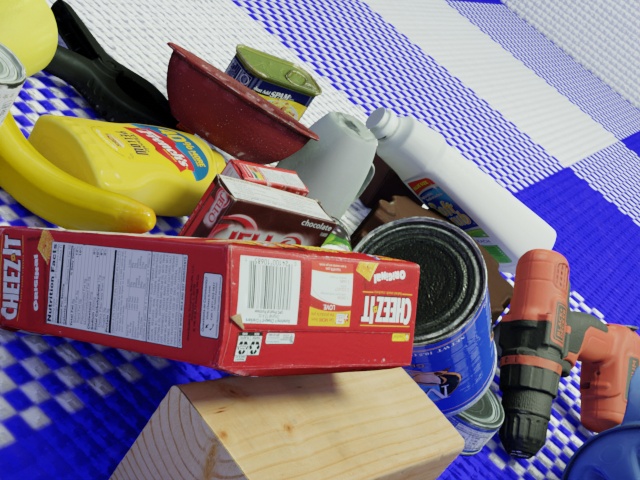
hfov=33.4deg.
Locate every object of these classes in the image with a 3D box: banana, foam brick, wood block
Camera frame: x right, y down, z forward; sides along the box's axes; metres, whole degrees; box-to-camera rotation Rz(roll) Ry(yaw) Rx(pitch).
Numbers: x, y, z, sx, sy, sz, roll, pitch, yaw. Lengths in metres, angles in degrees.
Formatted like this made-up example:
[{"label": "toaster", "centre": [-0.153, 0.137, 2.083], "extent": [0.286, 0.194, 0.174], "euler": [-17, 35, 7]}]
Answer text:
[{"label": "banana", "centre": [-0.203, -0.055, 0.774], "extent": [0.198, 0.070, 0.037], "euler": [44, 24, 15]}, {"label": "foam brick", "centre": [0.079, -0.064, 1.187], "extent": [0.078, 0.053, 0.051], "euler": [15, 32, -41]}, {"label": "wood block", "centre": [-0.014, 0.137, 0.648], "extent": [0.090, 0.091, 0.205], "euler": [48, 26, 25]}]

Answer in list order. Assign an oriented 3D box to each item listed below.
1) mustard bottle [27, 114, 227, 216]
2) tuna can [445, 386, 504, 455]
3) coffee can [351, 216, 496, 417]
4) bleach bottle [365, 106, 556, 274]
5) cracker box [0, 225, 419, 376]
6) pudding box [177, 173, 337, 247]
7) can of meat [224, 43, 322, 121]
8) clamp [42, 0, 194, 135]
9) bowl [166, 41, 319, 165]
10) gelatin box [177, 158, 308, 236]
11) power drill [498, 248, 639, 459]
[{"label": "mustard bottle", "centre": [-0.141, -0.059, 0.878], "extent": [0.096, 0.058, 0.191], "euler": [43, 24, 27]}, {"label": "tuna can", "centre": [0.109, 0.134, 0.884], "extent": [0.086, 0.034, 0.086], "euler": [29, 25, -15]}, {"label": "coffee can", "centre": [0.077, 0.061, 0.800], "extent": [0.103, 0.102, 0.140], "euler": [51, -10, 31]}, {"label": "bleach bottle", "centre": [0.138, -0.057, 1.139], "extent": [0.250, 0.068, 0.103], "euler": [38, -13, -27]}, {"label": "cracker box", "centre": [-0.073, 0.034, 0.651], "extent": [0.214, 0.072, 0.163], "euler": [4, -1, 41]}, {"label": "pudding box", "centre": [-0.056, 0.001, 0.841], "extent": [0.113, 0.090, 0.039], "euler": [10, 34, -45]}, {"label": "can of meat", "centre": [-0.063, -0.145, 1.107], "extent": [0.101, 0.084, 0.057], "euler": [12, 33, -43]}, {"label": "clamp", "centre": [-0.205, -0.156, 0.997], "extent": [0.210, 0.036, 0.164], "euler": [36, 22, -7]}, {"label": "bowl", "centre": [-0.082, -0.114, 0.966], "extent": [0.162, 0.055, 0.162], "euler": [32, 7, -5]}, {"label": "gelatin box", "centre": [-0.063, -0.021, 0.872], "extent": [0.073, 0.089, 0.030], "euler": [9, 37, -46]}, {"label": "power drill", "centre": [0.225, 0.120, 0.966], "extent": [0.187, 0.057, 0.184], "euler": [30, 65, -46]}]
